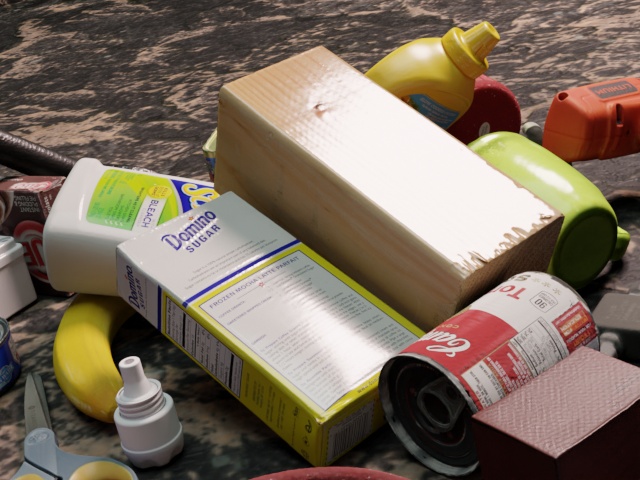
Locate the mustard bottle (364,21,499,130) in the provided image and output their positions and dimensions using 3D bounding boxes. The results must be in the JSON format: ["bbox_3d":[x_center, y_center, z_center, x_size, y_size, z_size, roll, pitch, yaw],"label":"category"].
[{"bbox_3d":[0.060,-0.101,0.826,0.192,0.058,0.096,-38,-32,26],"label":"mustard bottle"}]

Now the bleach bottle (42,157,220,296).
[{"bbox_3d":[-0.055,0.001,0.736,0.251,0.068,0.102,5,38,5],"label":"bleach bottle"}]

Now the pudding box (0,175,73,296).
[{"bbox_3d":[-0.242,-0.005,0.856,0.114,0.090,0.039,3,26,34],"label":"pudding box"}]

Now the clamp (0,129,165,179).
[{"bbox_3d":[-0.191,-0.047,0.895,0.210,0.036,0.164,8,-16,4],"label":"clamp"}]

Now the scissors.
[{"bbox_3d":[-0.143,0.119,0.613,0.096,0.016,0.202,-10,23,2],"label":"scissors"}]

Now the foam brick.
[{"bbox_3d":[0.118,0.094,0.494,0.078,0.051,0.053,-25,27,-28],"label":"foam brick"}]

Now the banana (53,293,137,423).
[{"bbox_3d":[-0.144,0.063,0.715,0.070,0.037,0.197,-11,23,9],"label":"banana"}]

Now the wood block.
[{"bbox_3d":[0.034,-0.024,0.658,0.090,0.090,0.206,-28,54,-32],"label":"wood block"}]

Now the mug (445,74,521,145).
[{"bbox_3d":[0.107,-0.101,0.908,0.117,0.093,0.082,-24,30,-14],"label":"mug"}]

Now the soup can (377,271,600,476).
[{"bbox_3d":[0.089,0.066,0.551,0.102,0.068,0.069,-29,28,-34],"label":"soup can"}]

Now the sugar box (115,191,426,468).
[{"bbox_3d":[-0.029,0.045,0.613,0.093,0.048,0.176,-28,49,-36],"label":"sugar box"}]
